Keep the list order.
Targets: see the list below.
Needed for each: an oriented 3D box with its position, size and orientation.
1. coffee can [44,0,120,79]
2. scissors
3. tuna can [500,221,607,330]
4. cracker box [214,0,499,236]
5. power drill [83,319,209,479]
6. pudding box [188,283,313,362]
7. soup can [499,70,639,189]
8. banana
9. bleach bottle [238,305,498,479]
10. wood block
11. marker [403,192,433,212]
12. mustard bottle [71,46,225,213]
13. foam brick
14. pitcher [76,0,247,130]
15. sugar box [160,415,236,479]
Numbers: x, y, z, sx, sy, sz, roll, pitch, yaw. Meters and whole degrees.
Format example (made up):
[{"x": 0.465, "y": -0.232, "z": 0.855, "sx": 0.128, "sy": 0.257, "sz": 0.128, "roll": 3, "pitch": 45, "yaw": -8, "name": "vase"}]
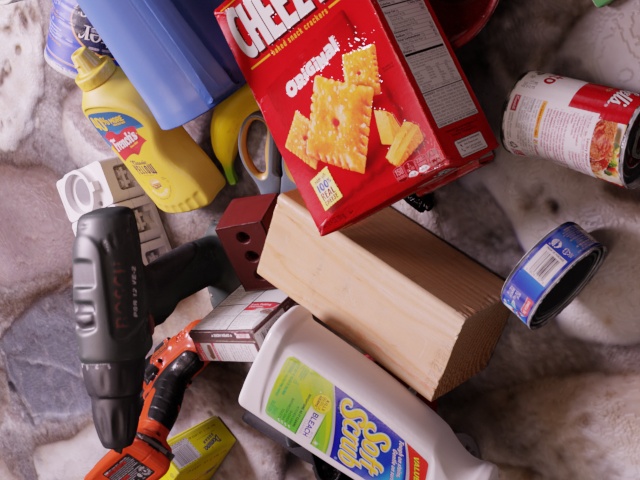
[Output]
[{"x": -0.217, "y": -0.241, "z": 1.074, "sx": 0.103, "sy": 0.102, "sz": 0.140, "roll": 35, "pitch": 125, "yaw": 27, "name": "coffee can"}, {"x": -0.031, "y": -0.033, "z": 1.037, "sx": 0.096, "sy": 0.016, "sz": 0.202, "roll": 3, "pitch": 123, "yaw": 20, "name": "scissors"}, {"x": 0.180, "y": 0.027, "z": 0.827, "sx": 0.034, "sy": 0.085, "sz": 0.086, "roll": 44, "pitch": 129, "yaw": 24, "name": "tuna can"}, {"x": 0.021, "y": -0.130, "z": 0.850, "sx": 0.164, "sy": 0.071, "sz": 0.214, "roll": -28, "pitch": 88, "yaw": 48, "name": "cracker box"}, {"x": -0.187, "y": 0.188, "z": 1.147, "sx": 0.057, "sy": 0.187, "sz": 0.185, "roll": 35, "pitch": 128, "yaw": -15, "name": "power drill"}, {"x": -0.059, "y": 0.072, "z": 1.034, "sx": 0.090, "sy": 0.113, "sz": 0.039, "roll": -5, "pitch": 115, "yaw": 41, "name": "pudding box"}, {"x": 0.193, "y": -0.084, "z": 0.790, "sx": 0.102, "sy": 0.068, "sz": 0.068, "roll": 21, "pitch": 118, "yaw": 36, "name": "soup can"}, {"x": -0.055, "y": -0.131, "z": 1.019, "sx": 0.069, "sy": 0.037, "sz": 0.198, "roll": 40, "pitch": 135, "yaw": -9, "name": "banana"}, {"x": 0.058, "y": 0.162, "z": 0.894, "sx": 0.251, "sy": 0.068, "sz": 0.103, "roll": 31, "pitch": 117, "yaw": 13, "name": "bleach bottle"}, {"x": 0.055, "y": 0.036, "z": 0.938, "sx": 0.206, "sy": 0.090, "sz": 0.090, "roll": 35, "pitch": 124, "yaw": 28, "name": "wood block"}, {"x": 0.053, "y": -0.061, "z": 0.955, "sx": 0.121, "sy": 0.020, "sz": 0.020, "roll": 36, "pitch": 126, "yaw": 27, "name": "marker"}, {"x": -0.180, "y": -0.112, "z": 1.058, "sx": 0.096, "sy": 0.058, "sz": 0.191, "roll": 2, "pitch": 137, "yaw": 47, "name": "mustard bottle"}, {"x": -0.057, "y": 0.001, "z": 1.026, "sx": 0.053, "sy": 0.051, "sz": 0.078, "roll": -8, "pitch": 122, "yaw": 28, "name": "foam brick"}, {"x": -0.153, "y": -0.226, "z": 0.936, "sx": 0.149, "sy": 0.144, "sz": 0.242, "roll": -15, "pitch": 120, "yaw": 43, "name": "pitcher"}, {"x": -0.171, "y": 0.282, "z": 1.223, "sx": 0.048, "sy": 0.093, "sz": 0.176, "roll": 45, "pitch": 130, "yaw": 20, "name": "sugar box"}]
